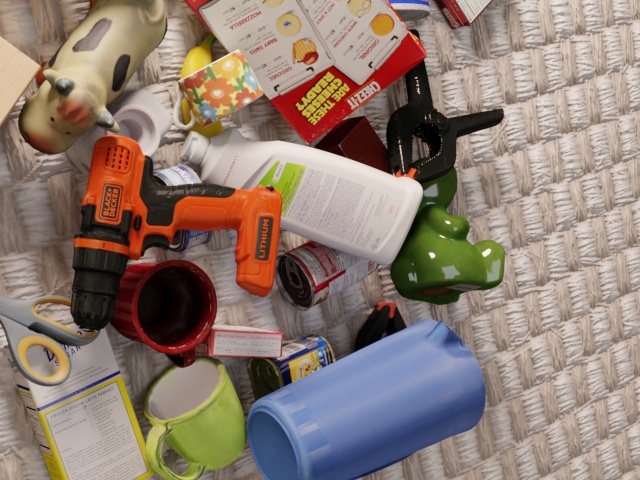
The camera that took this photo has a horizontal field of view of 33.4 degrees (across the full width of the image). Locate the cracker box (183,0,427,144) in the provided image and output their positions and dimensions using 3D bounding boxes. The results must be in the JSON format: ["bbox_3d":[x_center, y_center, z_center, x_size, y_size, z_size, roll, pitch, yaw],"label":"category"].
[{"bbox_3d":[-0.017,-0.234,1.124,0.164,0.072,0.213,-35,118,14],"label":"cracker box"}]

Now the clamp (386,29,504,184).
[{"bbox_3d":[0.123,-0.145,1.251,0.164,0.036,0.209,44,51,-10],"label":"clamp"}]

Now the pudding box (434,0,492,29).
[{"bbox_3d":[0.182,-0.332,1.326,0.113,0.039,0.090,-48,116,-22],"label":"pudding box"}]

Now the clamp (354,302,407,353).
[{"bbox_3d":[0.066,0.160,1.258,0.120,0.039,0.171,-4,87,-39],"label":"clamp"}]

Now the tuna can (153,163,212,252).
[{"bbox_3d":[-0.144,-0.032,1.080,0.033,0.086,0.086,-21,103,-31],"label":"tuna can"}]

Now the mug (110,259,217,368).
[{"bbox_3d":[-0.159,0.075,1.074,0.093,0.082,0.117,-32,108,-30],"label":"mug"}]

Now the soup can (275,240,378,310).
[{"bbox_3d":[0.008,0.027,1.196,0.102,0.069,0.068,-28,106,-31],"label":"soup can"}]

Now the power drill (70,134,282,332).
[{"bbox_3d":[-0.135,0.004,1.002,0.187,0.057,0.184,9,83,-15],"label":"power drill"}]

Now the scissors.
[{"bbox_3d":[-0.303,0.074,0.980,0.201,0.016,0.096,16,64,-21],"label":"scissors"}]

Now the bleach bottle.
[{"bbox_3d":[-0.023,-0.061,1.116,0.250,0.068,0.102,22,94,-20],"label":"bleach bottle"}]

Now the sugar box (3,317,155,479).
[{"bbox_3d":[-0.235,0.167,1.047,0.093,0.048,0.176,-23,100,-32],"label":"sugar box"}]

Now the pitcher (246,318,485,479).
[{"bbox_3d":[0.046,0.189,1.134,0.242,0.145,0.149,-18,90,-34],"label":"pitcher"}]

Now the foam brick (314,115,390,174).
[{"bbox_3d":[0.042,-0.096,1.227,0.053,0.051,0.078,-47,115,-23],"label":"foam brick"}]

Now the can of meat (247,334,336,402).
[{"bbox_3d":[-0.024,0.163,1.185,0.083,0.058,0.102,-21,103,-35],"label":"can of meat"}]

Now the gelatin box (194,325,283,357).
[{"bbox_3d":[-0.096,0.106,1.124,0.089,0.073,0.030,5,88,-35],"label":"gelatin box"}]

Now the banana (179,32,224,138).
[{"bbox_3d":[-0.110,-0.120,1.130,0.069,0.037,0.198,-19,102,-31],"label":"banana"}]
